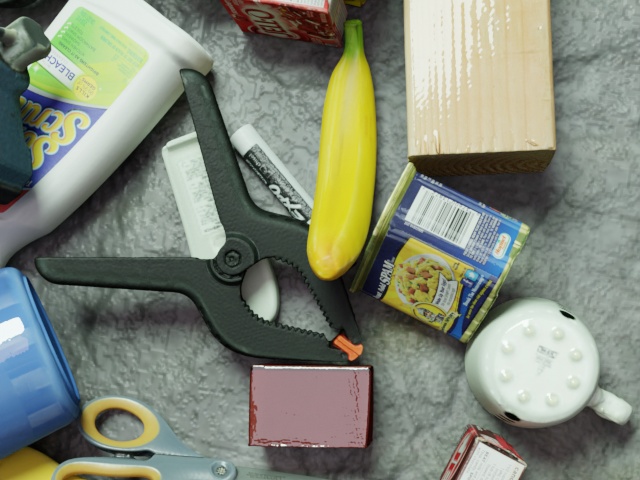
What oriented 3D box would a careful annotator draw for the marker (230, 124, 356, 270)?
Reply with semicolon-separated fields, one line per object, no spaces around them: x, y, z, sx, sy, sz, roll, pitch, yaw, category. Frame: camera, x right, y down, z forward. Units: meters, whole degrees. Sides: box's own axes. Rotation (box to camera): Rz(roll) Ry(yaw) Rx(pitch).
-0.017;-0.028;0.723;0.020;0.020;0.121;-40;82;1;marker

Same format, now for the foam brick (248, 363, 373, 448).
-0.004;0.106;0.692;0.078;0.053;0.051;0;84;7;foam brick

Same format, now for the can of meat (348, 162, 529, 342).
0.073;0.011;0.669;0.084;0.102;0.057;27;57;5;can of meat

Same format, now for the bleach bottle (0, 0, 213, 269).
-0.187;-0.054;0.722;0.103;0.068;0.251;38;91;15;bleach bottle

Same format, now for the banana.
0.013;-0.047;0.680;0.037;0.069;0.197;-7;56;16;banana

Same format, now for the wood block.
0.099;-0.150;0.687;0.091;0.090;0.206;-1;85;7;wood block

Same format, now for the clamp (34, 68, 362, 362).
-0.054;0.001;0.684;0.210;0.036;0.164;30;89;0;clamp

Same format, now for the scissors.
-0.077;0.140;0.709;0.201;0.016;0.096;-3;48;-16;scissors

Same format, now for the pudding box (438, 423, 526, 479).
0.083;0.172;0.657;0.039;0.090;0.113;26;88;7;pudding box

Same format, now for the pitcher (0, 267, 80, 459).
-0.282;0.107;0.667;0.242;0.145;0.149;-23;64;-12;pitcher

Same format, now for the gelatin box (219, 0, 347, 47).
-0.023;-0.155;0.701;0.073;0.089;0.030;11;87;7;gelatin box
